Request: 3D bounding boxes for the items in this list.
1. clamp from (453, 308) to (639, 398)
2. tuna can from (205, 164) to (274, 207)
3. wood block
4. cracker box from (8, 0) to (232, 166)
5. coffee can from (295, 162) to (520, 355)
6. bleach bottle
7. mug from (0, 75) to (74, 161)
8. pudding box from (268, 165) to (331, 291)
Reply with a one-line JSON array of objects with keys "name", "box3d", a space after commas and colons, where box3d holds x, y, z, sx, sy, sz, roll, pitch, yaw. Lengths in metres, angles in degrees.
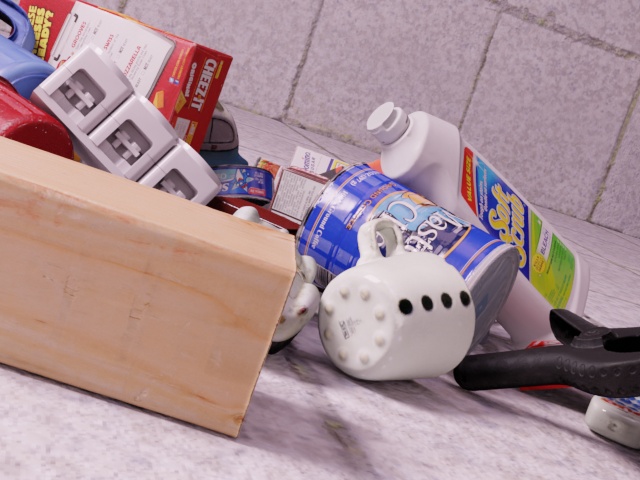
[{"name": "clamp", "box3d": [0.188, 0.075, 0.724, 0.172, 0.039, 0.120, 0, 23, 44]}, {"name": "tuna can", "box3d": [-0.086, -0.046, 1.030, 0.086, 0.034, 0.086, -2, -13, -1]}, {"name": "wood block", "box3d": [-0.124, 0.013, 0.531, 0.206, 0.090, 0.091, 19, 9, -5]}, {"name": "cracker box", "box3d": [-0.204, -0.131, 0.999, 0.214, 0.164, 0.072, 24, 9, 28]}, {"name": "coffee can", "box3d": [0.065, 0.017, 0.809, 0.140, 0.103, 0.102, 32, 13, 24]}, {"name": "bleach bottle", "box3d": [0.127, -0.016, 0.890, 0.068, 0.102, 0.250, -19, -53, 45]}, {"name": "mug", "box3d": [-0.247, -0.064, 0.788, 0.082, 0.093, 0.117, 31, 45, 34]}, {"name": "pudding box", "box3d": [0.008, -0.004, 0.913, 0.113, 0.090, 0.039, 22, 11, 12]}]
